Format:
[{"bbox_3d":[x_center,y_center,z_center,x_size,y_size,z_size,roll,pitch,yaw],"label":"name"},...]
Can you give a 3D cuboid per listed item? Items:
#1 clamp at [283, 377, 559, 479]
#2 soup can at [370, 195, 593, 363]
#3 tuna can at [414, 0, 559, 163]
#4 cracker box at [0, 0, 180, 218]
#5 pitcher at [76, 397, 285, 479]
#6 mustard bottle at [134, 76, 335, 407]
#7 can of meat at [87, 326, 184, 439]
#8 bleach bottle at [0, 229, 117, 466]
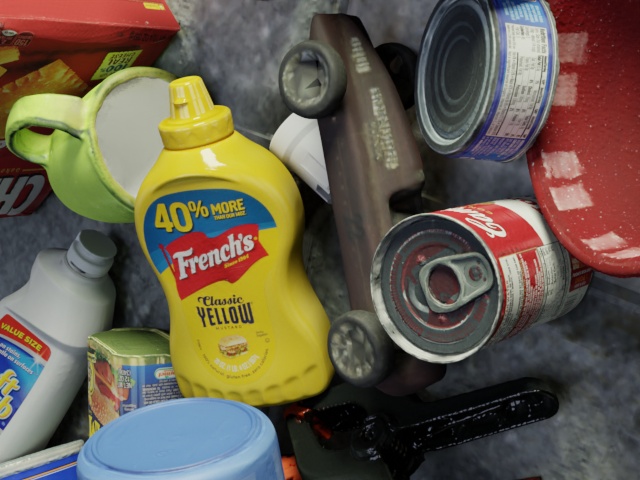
[{"bbox_3d":[0.046,0.106,0.574,0.172,0.120,0.039,22,151,55],"label":"clamp"},{"bbox_3d":[0.080,0.015,0.513,0.069,0.102,0.068,7,101,37],"label":"soup can"},{"bbox_3d":[0.078,-0.081,0.517,0.086,0.033,0.086,-177,90,-70],"label":"tuna can"},{"bbox_3d":[-0.216,-0.093,0.689,0.214,0.163,0.072,-43,69,34],"label":"cracker box"},{"bbox_3d":[-0.054,0.217,0.596,0.145,0.149,0.243,24,124,62],"label":"pitcher"},{"bbox_3d":[-0.054,0.001,0.609,0.096,0.058,0.191,-5,111,19],"label":"mustard bottle"},{"bbox_3d":[-0.118,0.106,0.697,0.102,0.057,0.084,13,104,63],"label":"can of meat"},{"bbox_3d":[-0.221,0.087,0.787,0.103,0.067,0.251,47,120,21],"label":"bleach bottle"}]
